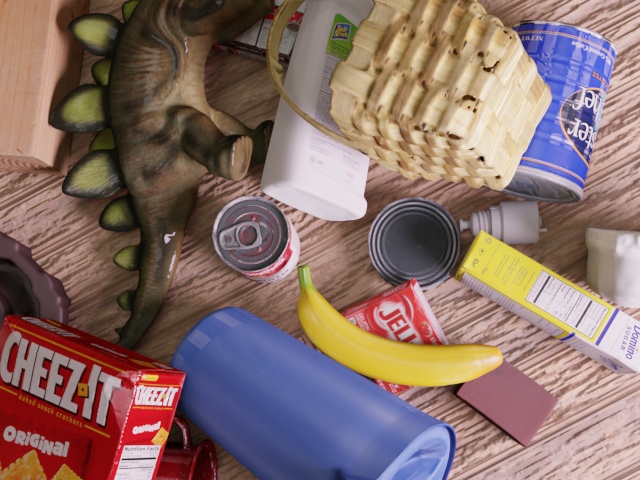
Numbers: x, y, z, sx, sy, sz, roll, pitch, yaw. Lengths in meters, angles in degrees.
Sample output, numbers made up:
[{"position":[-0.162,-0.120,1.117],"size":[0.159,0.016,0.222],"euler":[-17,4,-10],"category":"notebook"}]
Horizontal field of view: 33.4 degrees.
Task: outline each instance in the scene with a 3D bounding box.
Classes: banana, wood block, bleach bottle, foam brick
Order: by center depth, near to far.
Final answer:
[{"position":[0.057,0.090,0.937],"size":[0.198,0.037,0.070],"euler":[23,105,5],"category":"banana"},{"position":[0.166,0.141,0.961],"size":[0.078,0.051,0.053],"euler":[37,86,9],"category":"foam brick"},{"position":[0.017,-0.152,1.006],"size":[0.068,0.102,0.251],"euler":[-4,69,50],"category":"bleach bottle"},{"position":[-0.289,-0.174,1.033],"size":[0.091,0.090,0.206],"euler":[5,82,7],"category":"wood block"}]

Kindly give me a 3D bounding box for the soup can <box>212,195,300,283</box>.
[{"position":[-0.056,0.001,0.977],"size":[0.068,0.102,0.068],"euler":[-1,82,5],"category":"soup can"}]

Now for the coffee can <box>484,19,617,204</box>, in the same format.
[{"position":[0.203,-0.115,0.969],"size":[0.103,0.103,0.140],"euler":[15,83,7],"category":"coffee can"}]

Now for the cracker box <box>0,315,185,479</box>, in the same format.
[{"position":[-0.225,0.189,0.912],"size":[0.164,0.072,0.214],"euler":[16,90,30],"category":"cracker box"}]

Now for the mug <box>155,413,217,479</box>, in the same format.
[{"position":[-0.144,0.211,0.959],"size":[0.081,0.093,0.117],"euler":[3,102,11],"category":"mug"}]

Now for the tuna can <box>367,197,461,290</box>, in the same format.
[{"position":[0.088,0.004,0.997],"size":[0.086,0.033,0.086],"euler":[-1,82,5],"category":"tuna can"}]

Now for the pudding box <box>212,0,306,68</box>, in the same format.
[{"position":[-0.051,-0.233,1.044],"size":[0.090,0.039,0.113],"euler":[17,81,10],"category":"pudding box"}]

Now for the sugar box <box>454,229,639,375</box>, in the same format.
[{"position":[0.206,0.057,0.949],"size":[0.176,0.093,0.048],"euler":[28,85,8],"category":"sugar box"}]

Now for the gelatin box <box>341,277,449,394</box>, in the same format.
[{"position":[0.072,0.089,0.970],"size":[0.073,0.030,0.089],"euler":[-26,96,16],"category":"gelatin box"}]

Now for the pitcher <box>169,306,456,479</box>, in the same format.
[{"position":[-0.010,0.157,0.918],"size":[0.243,0.149,0.144],"euler":[30,58,31],"category":"pitcher"}]
